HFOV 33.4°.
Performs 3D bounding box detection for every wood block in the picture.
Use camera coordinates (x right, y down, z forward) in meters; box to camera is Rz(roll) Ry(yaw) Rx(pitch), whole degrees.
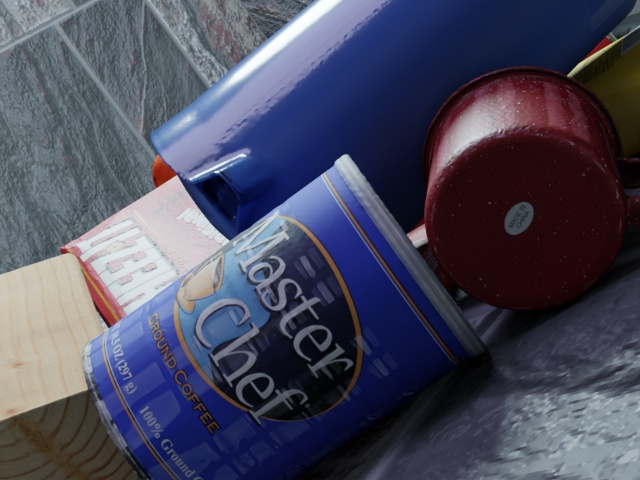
[{"bbox_3d":[-0.150,0.088,0.574,0.090,0.091,0.206,-20,21,-13],"label":"wood block"}]

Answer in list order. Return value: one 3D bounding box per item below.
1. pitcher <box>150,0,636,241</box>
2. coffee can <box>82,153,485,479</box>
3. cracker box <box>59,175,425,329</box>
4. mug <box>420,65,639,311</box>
[{"bbox_3d":[0.042,-0.082,0.567,0.243,0.145,0.149,-42,35,4],"label":"pitcher"},{"bbox_3d":[-0.015,0.045,0.460,0.140,0.103,0.103,-36,8,4],"label":"coffee can"},{"bbox_3d":[-0.055,0.001,0.733,0.213,0.072,0.164,-33,35,-12],"label":"cracker box"},{"bbox_3d":[0.100,-0.021,0.462,0.117,0.093,0.081,3,22,9],"label":"mug"}]
